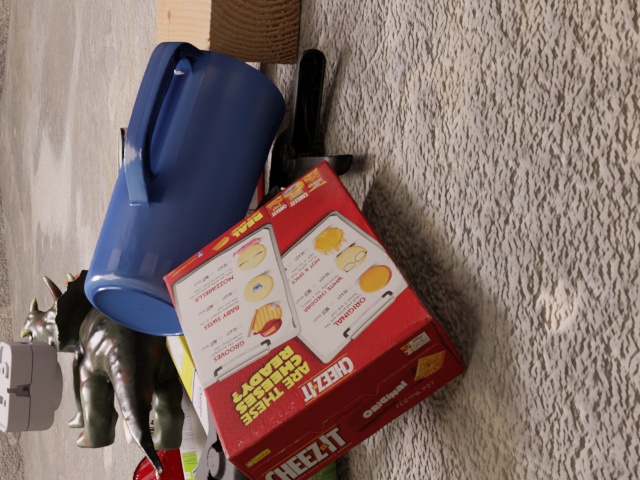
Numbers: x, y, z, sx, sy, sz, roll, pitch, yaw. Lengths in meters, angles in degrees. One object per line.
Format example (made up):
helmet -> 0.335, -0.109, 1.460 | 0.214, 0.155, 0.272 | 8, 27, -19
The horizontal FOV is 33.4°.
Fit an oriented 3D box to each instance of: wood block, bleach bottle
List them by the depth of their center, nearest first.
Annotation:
wood block -> -0.098, -0.230, 1.076 | 0.206, 0.090, 0.091 | -150, 62, -65
bleach bottle -> -0.127, 0.227, 1.188 | 0.103, 0.068, 0.251 | 148, 117, -66

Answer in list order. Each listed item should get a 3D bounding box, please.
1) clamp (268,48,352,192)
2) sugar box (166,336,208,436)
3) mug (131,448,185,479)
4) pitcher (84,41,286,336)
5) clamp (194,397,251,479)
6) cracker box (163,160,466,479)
clamp -> -0.012, -0.068, 0.935 | 0.172, 0.039, 0.120 | 108, 157, -50
sugar box -> -0.087, 0.128, 1.047 | 0.176, 0.093, 0.048 | -126, 39, -56
mug -> -0.174, 0.283, 1.239 | 0.093, 0.117, 0.082 | 60, 146, 9
pitcher -> -0.127, -0.047, 0.954 | 0.145, 0.149, 0.242 | -33, 37, 55
clamp -> -0.078, 0.176, 0.903 | 0.165, 0.036, 0.210 | 41, 123, 57
cracker box -> -0.013, 0.058, 0.783 | 0.072, 0.164, 0.214 | 51, -175, -39
